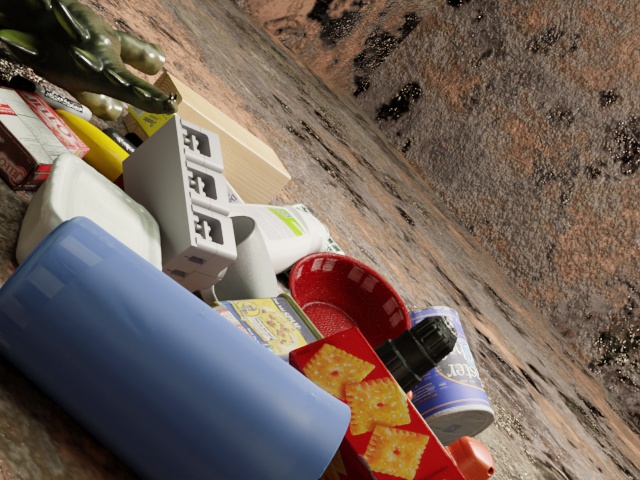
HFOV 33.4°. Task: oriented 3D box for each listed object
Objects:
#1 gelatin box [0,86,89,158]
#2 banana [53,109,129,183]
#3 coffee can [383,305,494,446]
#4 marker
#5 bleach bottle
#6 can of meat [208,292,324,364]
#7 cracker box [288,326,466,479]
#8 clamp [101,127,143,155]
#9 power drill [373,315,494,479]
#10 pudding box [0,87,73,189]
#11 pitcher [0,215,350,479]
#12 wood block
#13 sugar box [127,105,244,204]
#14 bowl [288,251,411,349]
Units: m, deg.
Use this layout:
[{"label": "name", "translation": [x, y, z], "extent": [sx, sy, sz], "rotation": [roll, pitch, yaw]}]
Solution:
[{"label": "gelatin box", "translation": [-0.288, -0.116, 1.090], "extent": [0.089, 0.030, 0.073], "rotation": [46, 12, 9]}, {"label": "banana", "translation": [-0.220, -0.073, 1.166], "extent": [0.197, 0.037, 0.070], "rotation": [44, -20, -13]}, {"label": "coffee can", "translation": [0.138, 0.165, 1.285], "extent": [0.102, 0.103, 0.140], "rotation": [30, 36, -50]}, {"label": "marker", "translation": [-0.306, -0.161, 1.210], "extent": [0.020, 0.020, 0.121], "rotation": [51, 13, 29]}, {"label": "bleach bottle", "translation": [-0.058, 0.002, 1.256], "extent": [0.103, 0.068, 0.250], "rotation": [47, 23, 20]}, {"label": "can of meat", "translation": [-0.054, 0.098, 1.005], "extent": [0.083, 0.057, 0.102], "rotation": [-2, 37, -37]}, {"label": "cracker box", "translation": [0.048, 0.201, 0.839], "extent": [0.214, 0.072, 0.164], "rotation": [55, -25, 40]}, {"label": "clamp", "translation": [-0.189, -0.071, 1.243], "extent": [0.171, 0.039, 0.120], "rotation": [43, 10, 9]}, {"label": "power drill", "translation": [0.088, 0.175, 1.021], "extent": [0.187, 0.184, 0.057], "rotation": [49, 9, -28]}, {"label": "pudding box", "translation": [-0.289, -0.097, 1.005], "extent": [0.113, 0.039, 0.090], "rotation": [48, 12, 9]}, {"label": "pitcher", "translation": [-0.108, 0.094, 0.749], "extent": [0.243, 0.144, 0.149], "rotation": [40, -27, -5]}, {"label": "wood block", "translation": [-0.150, -0.122, 1.427], "extent": [0.205, 0.091, 0.090], "rotation": [34, 15, -39]}, {"label": "sugar box", "translation": [-0.161, -0.098, 1.315], "extent": [0.093, 0.048, 0.176], "rotation": [49, -5, 49]}, {"label": "bowl", "translation": [0.025, 0.090, 1.249], "extent": [0.162, 0.055, 0.162], "rotation": [21, 39, -18]}]
